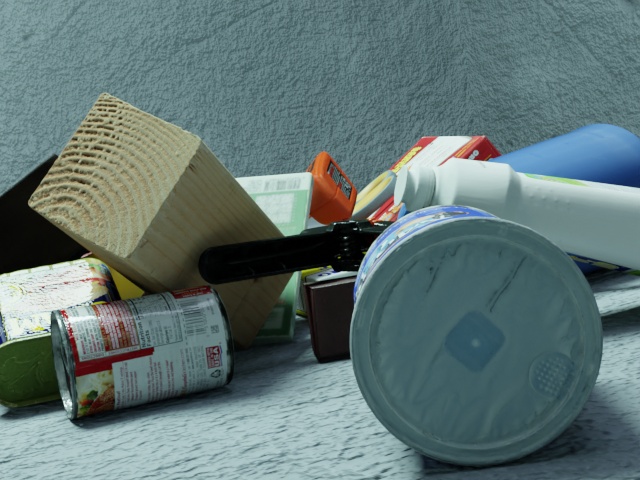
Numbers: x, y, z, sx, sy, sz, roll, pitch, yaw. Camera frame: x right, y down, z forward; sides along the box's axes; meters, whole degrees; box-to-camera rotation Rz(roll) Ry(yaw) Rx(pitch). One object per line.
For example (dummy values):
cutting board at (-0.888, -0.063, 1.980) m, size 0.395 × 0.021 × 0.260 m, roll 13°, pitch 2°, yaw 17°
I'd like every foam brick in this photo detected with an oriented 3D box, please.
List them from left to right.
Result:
foam brick at (0.030, 0.050, 0.747) m, size 0.078 × 0.051 × 0.053 m, roll -9°, pitch 4°, yaw -7°

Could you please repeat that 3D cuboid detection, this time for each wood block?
wood block at (-0.099, -0.005, 0.753) m, size 0.090 × 0.091 × 0.206 m, roll 26°, pitch -12°, yaw 25°

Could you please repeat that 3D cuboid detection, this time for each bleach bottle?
bleach bottle at (0.172, -0.015, 0.727) m, size 0.250 × 0.068 × 0.102 m, roll 10°, pitch 3°, yaw -9°

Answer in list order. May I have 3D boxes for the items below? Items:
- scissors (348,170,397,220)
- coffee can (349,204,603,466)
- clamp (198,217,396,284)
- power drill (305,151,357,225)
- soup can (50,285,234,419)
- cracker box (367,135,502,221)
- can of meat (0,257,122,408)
scissors at (0.014, -0.013, 1.137) m, size 0.202 × 0.016 × 0.096 m, roll -38°, pitch 10°, yaw 31°
coffee can at (0.066, 0.037, 0.501) m, size 0.103 × 0.103 × 0.140 m, roll -8°, pitch 4°, yaw 3°
clamp at (0.011, 0.005, 0.759) m, size 0.164 × 0.036 × 0.210 m, roll -3°, pitch 5°, yaw 7°
power drill at (-0.057, 0.001, 1.001) m, size 0.188 × 0.057 × 0.184 m, roll -34°, pitch 14°, yaw 16°
soup can at (-0.112, 0.068, 0.670) m, size 0.102 × 0.068 × 0.069 m, roll -9°, pitch 4°, yaw -21°
cracker box at (0.103, -0.034, 1.139) m, size 0.164 × 0.072 × 0.214 m, roll -43°, pitch 10°, yaw -5°
can of meat at (-0.183, 0.061, 0.740) m, size 0.102 × 0.057 × 0.084 m, roll -10°, pitch 36°, yaw -20°
